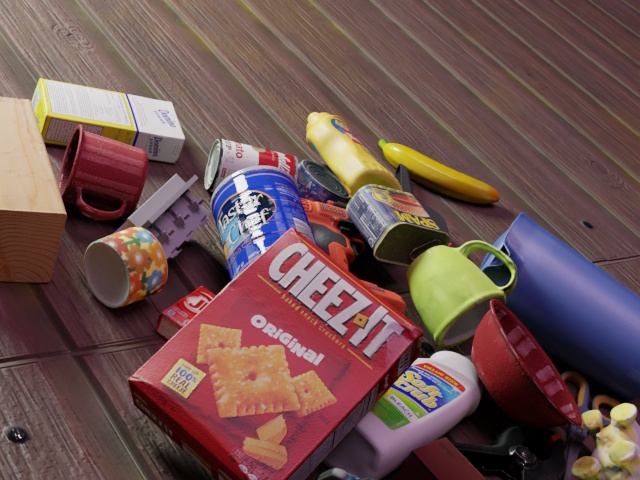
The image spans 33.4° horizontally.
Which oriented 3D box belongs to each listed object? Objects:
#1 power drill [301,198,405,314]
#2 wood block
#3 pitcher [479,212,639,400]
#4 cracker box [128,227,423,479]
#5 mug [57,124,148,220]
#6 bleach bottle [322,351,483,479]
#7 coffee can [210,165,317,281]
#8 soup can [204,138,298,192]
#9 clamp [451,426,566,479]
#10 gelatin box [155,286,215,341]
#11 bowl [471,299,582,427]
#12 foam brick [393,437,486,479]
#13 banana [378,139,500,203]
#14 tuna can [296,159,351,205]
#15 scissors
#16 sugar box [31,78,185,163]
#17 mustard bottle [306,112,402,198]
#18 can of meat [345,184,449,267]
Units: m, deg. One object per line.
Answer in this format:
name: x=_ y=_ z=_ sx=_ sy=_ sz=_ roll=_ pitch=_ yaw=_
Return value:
power drill: x=0.040 y=0.028 z=1.263 sx=0.184 sy=0.057 sz=0.188 roll=13 pitch=31 yaw=-23
wood block: x=-0.333 y=-0.058 z=1.102 sx=0.090 sy=0.091 sz=0.206 roll=3 pitch=38 yaw=-29
pitcher: x=0.306 y=0.084 z=1.300 sx=0.243 sy=0.145 sz=0.149 roll=35 pitch=44 yaw=11
cracker box: x=-0.038 y=0.114 z=0.953 sx=0.164 sy=0.072 sz=0.213 roll=39 pitch=66 yaw=17
mug: x=-0.241 y=-0.065 z=1.180 sx=0.081 sy=0.093 sz=0.117 roll=16 pitch=36 yaw=-22
bleach bottle: x=0.089 y=0.162 z=1.090 sx=0.103 sy=0.068 sz=0.250 roll=37 pitch=31 yaw=23
coffee can: x=-0.058 y=0.001 z=1.174 sx=0.102 sy=0.103 sz=0.140 roll=6 pitch=43 yaw=-27
soup can: x=-0.087 y=-0.083 z=1.329 sx=0.102 sy=0.069 sz=0.068 roll=12 pitch=34 yaw=-18
clamp: x=0.190 y=0.225 z=1.086 sx=0.120 sy=0.039 sz=0.171 roll=41 pitch=29 yaw=17
gelatin box: x=-0.112 y=0.091 z=1.087 sx=0.089 sy=0.030 sz=0.073 roll=34 pitch=33 yaw=15
bowl: x=0.210 y=0.143 z=1.144 sx=0.162 sy=0.055 sz=0.162 roll=48 pitch=16 yaw=-19
foam brick: x=0.117 y=0.235 z=1.008 sx=0.052 sy=0.051 sz=0.078 roll=-10 pitch=45 yaw=-44
banana: x=0.170 y=-0.099 z=1.553 sx=0.198 sy=0.037 sz=0.069 roll=28 pitch=31 yaw=5
tuna can: x=0.001 y=-0.066 z=1.371 sx=0.086 sy=0.034 sz=0.086 roll=32 pitch=18 yaw=-12
scissors: x=0.304 y=0.218 z=1.194 sx=0.096 sy=0.016 sz=0.201 roll=21 pitch=32 yaw=-5
sugar box: x=-0.264 y=-0.148 z=1.328 sx=0.176 sy=0.048 sz=0.093 roll=10 pitch=34 yaw=-28
mustard bottle: x=0.032 y=-0.111 z=1.383 sx=0.096 sy=0.058 sz=0.192 roll=34 pitch=14 yaw=-45
can of meat: x=0.090 y=-0.018 z=1.265 sx=0.101 sy=0.057 sz=0.084 roll=12 pitch=31 yaw=-40
